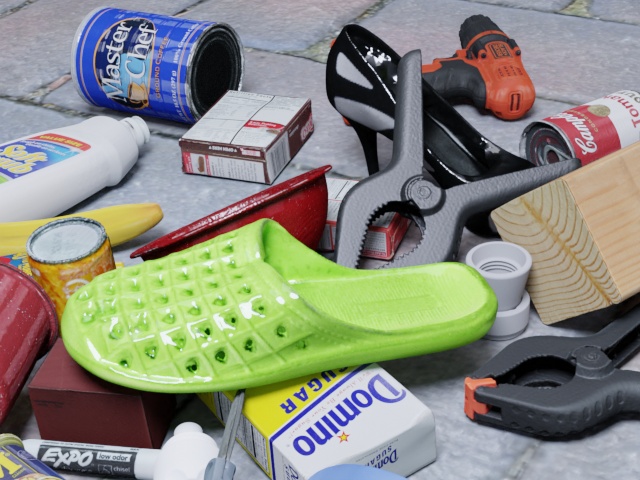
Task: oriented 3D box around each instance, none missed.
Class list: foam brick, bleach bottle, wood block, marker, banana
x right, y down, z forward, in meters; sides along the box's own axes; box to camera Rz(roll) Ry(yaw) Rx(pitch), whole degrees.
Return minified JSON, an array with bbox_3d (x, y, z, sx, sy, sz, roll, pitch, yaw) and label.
[{"bbox_3d":[-0.137,0.099,0.678,0.078,0.053,0.051,4,33,12],"label":"foam brick"},{"bbox_3d":[-0.257,-0.054,0.925,0.103,0.068,0.250,24,40,34],"label":"bleach bottle"},{"bbox_3d":[0.239,-0.028,0.762,0.205,0.091,0.090,-23,-4,-27],"label":"wood block"},{"bbox_3d":[-0.154,0.134,0.657,0.121,0.020,0.020,3,33,12],"label":"marker"},{"bbox_3d":[-0.223,-0.003,0.836,0.197,0.037,0.070,-5,-13,-31],"label":"banana"}]

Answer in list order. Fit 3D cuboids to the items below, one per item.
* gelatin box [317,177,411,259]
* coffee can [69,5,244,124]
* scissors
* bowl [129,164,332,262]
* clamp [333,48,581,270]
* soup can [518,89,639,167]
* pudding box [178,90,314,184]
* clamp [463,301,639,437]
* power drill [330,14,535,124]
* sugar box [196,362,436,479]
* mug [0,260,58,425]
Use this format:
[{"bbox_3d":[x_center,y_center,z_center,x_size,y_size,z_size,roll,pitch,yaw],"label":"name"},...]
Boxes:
[{"bbox_3d":[0.026,-0.019,0.862,0.089,0.030,0.073,7,33,19],"label":"gelatin box"},{"bbox_3d":[-0.161,-0.173,1.057,0.140,0.103,0.102,13,37,25],"label":"coffee can"},{"bbox_3d":[-0.061,0.142,0.549,0.016,0.096,0.202,25,4,-6],"label":"scissors"},{"bbox_3d":[-0.055,0.001,0.781,0.162,0.055,0.162,-24,5,2],"label":"bowl"},{"bbox_3d":[0.071,-0.039,0.802,0.165,0.036,0.210,43,75,14],"label":"clamp"},{"bbox_3d":[0.228,-0.082,0.898,0.102,0.068,0.069,-21,36,-25],"label":"soup can"},{"bbox_3d":[-0.067,-0.098,0.990,0.090,0.039,0.113,8,33,20],"label":"pudding box"},{"bbox_3d":[0.178,0.090,0.666,0.171,0.039,0.120,-17,30,-12],"label":"clamp"},{"bbox_3d":[0.106,-0.174,1.066,0.187,0.057,0.184,-6,33,-2],"label":"power drill"},{"bbox_3d":[-0.016,0.094,0.676,0.093,0.048,0.176,-24,36,-27],"label":"sugar box"},{"bbox_3d":[-0.226,0.060,0.659,0.093,0.117,0.081,-19,30,19],"label":"mug"}]
